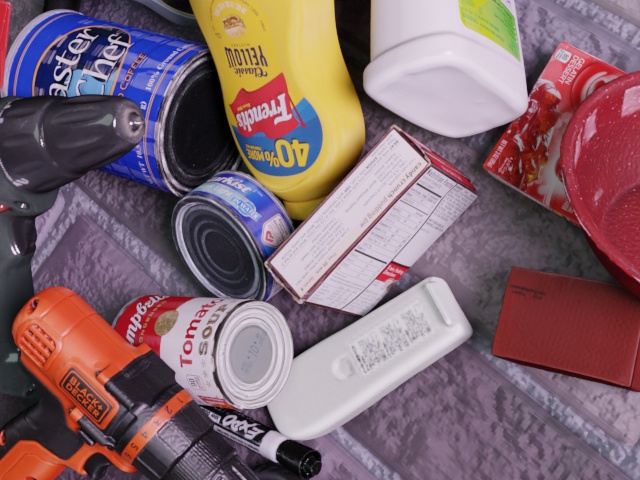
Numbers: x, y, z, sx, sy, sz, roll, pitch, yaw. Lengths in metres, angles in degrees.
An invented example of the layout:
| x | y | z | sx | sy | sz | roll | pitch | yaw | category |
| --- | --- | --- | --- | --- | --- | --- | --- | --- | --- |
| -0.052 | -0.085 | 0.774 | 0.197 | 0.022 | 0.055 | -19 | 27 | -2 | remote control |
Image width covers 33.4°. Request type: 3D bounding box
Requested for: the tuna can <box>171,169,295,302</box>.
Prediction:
| x | y | z | sx | sy | sz | roll | pitch | yaw | category |
| --- | --- | --- | --- | --- | --- | --- | --- | --- | --- |
| -0.054 | 0.001 | 0.679 | 0.086 | 0.033 | 0.086 | 27 | 136 | 30 | tuna can |

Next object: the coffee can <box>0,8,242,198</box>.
| x | y | z | sx | sy | sz | roll | pitch | yaw | category |
| --- | --- | --- | --- | --- | --- | --- | --- | --- | --- |
| -0.130 | -0.094 | 0.725 | 0.140 | 0.102 | 0.103 | 18 | 88 | 28 | coffee can |

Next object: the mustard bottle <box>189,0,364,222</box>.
| x | y | z | sx | sy | sz | roll | pitch | yaw | category |
| --- | --- | --- | --- | --- | --- | --- | --- | --- | --- |
| -0.020 | -0.088 | 0.653 | 0.096 | 0.058 | 0.191 | 6 | 121 | 42 | mustard bottle |

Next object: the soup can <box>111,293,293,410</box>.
| x | y | z | sx | sy | sz | roll | pitch | yaw | category |
| --- | --- | --- | --- | --- | --- | --- | --- | --- | --- |
| -0.076 | 0.069 | 0.670 | 0.102 | 0.068 | 0.068 | 0 | 79 | 42 | soup can |

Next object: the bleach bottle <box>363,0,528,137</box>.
| x | y | z | sx | sy | sz | roll | pitch | yaw | category |
| --- | --- | --- | --- | --- | --- | --- | --- | --- | --- |
| 0.069 | -0.193 | 0.638 | 0.068 | 0.102 | 0.251 | -18 | 65 | 36 | bleach bottle |

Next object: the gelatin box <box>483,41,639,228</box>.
| x | y | z | sx | sy | sz | roll | pitch | yaw | category |
| --- | --- | --- | --- | --- | --- | --- | --- | --- | --- |
| 0.149 | -0.060 | 0.618 | 0.073 | 0.030 | 0.089 | 35 | 96 | 28 | gelatin box |

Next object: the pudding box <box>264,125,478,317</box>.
| x | y | z | sx | sy | sz | roll | pitch | yaw | category |
| --- | --- | --- | --- | --- | --- | --- | --- | --- | --- |
| 0.033 | -0.008 | 0.633 | 0.113 | 0.090 | 0.039 | -48 | 64 | 11 | pudding box |

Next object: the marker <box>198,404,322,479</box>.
| x | y | z | sx | sy | sz | roll | pitch | yaw | category |
| --- | --- | --- | --- | --- | --- | --- | --- | --- | --- |
| -0.044 | 0.121 | 0.668 | 0.121 | 0.020 | 0.020 | 17 | 87 | 43 | marker |

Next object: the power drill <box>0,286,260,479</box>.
| x | y | z | sx | sy | sz | roll | pitch | yaw | category |
| --- | --- | --- | --- | --- | --- | --- | --- | --- | --- |
| -0.142 | 0.145 | 0.654 | 0.184 | 0.057 | 0.188 | 44 | 117 | 8 | power drill |

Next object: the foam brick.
| x | y | z | sx | sy | sz | roll | pitch | yaw | category |
| --- | --- | --- | --- | --- | --- | --- | --- | --- | --- |
| 0.142 | 0.049 | 0.588 | 0.078 | 0.051 | 0.053 | 12 | 84 | 28 | foam brick |
